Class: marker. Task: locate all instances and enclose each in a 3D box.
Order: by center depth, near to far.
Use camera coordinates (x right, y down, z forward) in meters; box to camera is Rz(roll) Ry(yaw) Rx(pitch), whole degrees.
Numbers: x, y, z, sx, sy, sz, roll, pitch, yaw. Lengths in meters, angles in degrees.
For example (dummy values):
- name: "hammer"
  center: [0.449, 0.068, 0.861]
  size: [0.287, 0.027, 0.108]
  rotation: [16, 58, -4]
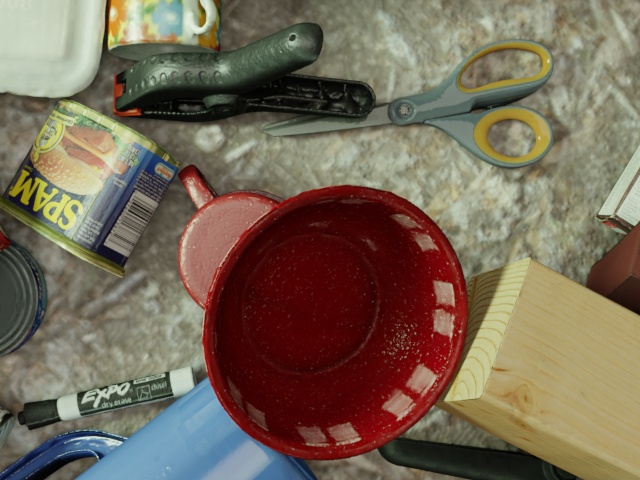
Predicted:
- name: "marker"
  center: [-0.144, 0.107, 0.719]
  size: [0.121, 0.020, 0.020]
  rotation: [-13, 90, -1]

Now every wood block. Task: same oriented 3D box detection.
- name: "wood block"
  center: [0.182, 0.101, 0.659]
  size: [0.206, 0.090, 0.090]
  rotation: [27, 74, -10]

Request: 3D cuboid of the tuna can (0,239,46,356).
- name: "tuna can"
  center: [-0.227, 0.038, 0.710]
  size: [0.086, 0.034, 0.086]
  rotation: [0, 89, -1]

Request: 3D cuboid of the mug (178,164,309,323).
- name: "mug"
  center: [-0.055, 0.001, 0.690]
  size: [0.093, 0.081, 0.117]
  rotation: [-32, 90, -2]

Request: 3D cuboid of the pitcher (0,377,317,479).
- name: "pitcher"
  center: [-0.127, 0.192, 0.673]
  size: [0.243, 0.145, 0.149]
  rotation: [-41, 103, -5]

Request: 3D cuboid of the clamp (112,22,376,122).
- name: "clamp"
  center: [-0.050, -0.098, 0.691]
  size: [0.172, 0.120, 0.039]
  rotation: [-2, 71, 28]

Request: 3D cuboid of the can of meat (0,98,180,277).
- name: "can of meat"
  center: [-0.148, -0.036, 0.685]
  size: [0.102, 0.057, 0.084]
  rotation: [27, 85, 36]

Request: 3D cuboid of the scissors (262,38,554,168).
- name: "scissors"
  center: [0.071, -0.073, 0.727]
  size: [0.201, 0.016, 0.096]
  rotation: [-23, 90, -1]

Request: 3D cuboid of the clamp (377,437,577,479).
- name: "clamp"
  center: [0.164, 0.137, 0.716]
  size: [0.210, 0.036, 0.164]
  rotation: [39, 82, -3]

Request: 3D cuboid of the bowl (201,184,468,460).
- name: "bowl"
  center: [0.003, 0.044, 0.629]
  size: [0.162, 0.055, 0.162]
  rotation: [-4, 101, -19]
